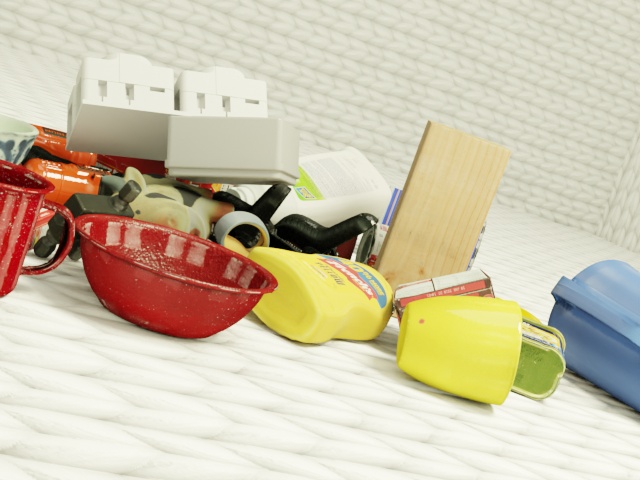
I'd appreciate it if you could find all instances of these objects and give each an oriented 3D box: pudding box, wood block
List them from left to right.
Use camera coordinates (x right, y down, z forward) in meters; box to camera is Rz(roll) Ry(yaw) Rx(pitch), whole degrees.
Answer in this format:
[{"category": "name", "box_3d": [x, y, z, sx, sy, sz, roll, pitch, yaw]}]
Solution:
[{"category": "wood block", "box_3d": [0.124, -0.018, 1.153, 0.090, 0.206, 0.091, 20, 9, 0]}, {"category": "pudding box", "box_3d": [0.115, 0.056, 0.993, 0.090, 0.039, 0.113, -12, 3, 5]}]

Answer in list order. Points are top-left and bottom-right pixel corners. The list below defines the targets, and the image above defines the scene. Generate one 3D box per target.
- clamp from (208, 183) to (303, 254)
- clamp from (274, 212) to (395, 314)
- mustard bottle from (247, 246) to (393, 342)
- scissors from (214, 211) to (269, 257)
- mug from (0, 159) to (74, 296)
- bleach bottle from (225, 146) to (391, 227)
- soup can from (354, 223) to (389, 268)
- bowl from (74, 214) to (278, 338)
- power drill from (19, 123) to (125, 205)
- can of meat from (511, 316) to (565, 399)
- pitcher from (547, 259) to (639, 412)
[{"category": "clamp", "box_3d": [-0.057, 0.001, 1.088, 0.210, 0.036, 0.164, 9, -39, 52]}, {"category": "clamp", "box_3d": [0.007, 0.023, 1.109, 0.172, 0.120, 0.039, 6, 28, 45]}, {"category": "mustard bottle", "box_3d": [0.013, 0.051, 0.968, 0.096, 0.058, 0.191, 41, 17, 28]}, {"category": "scissors", "box_3d": [-0.066, 0.037, 0.973, 0.016, 0.096, 0.201, 54, -5, 31]}, {"category": "mug", "box_3d": [-0.228, -0.009, 0.735, 0.117, 0.081, 0.093, 14, 10, -30]}, {"category": "bleach bottle", "box_3d": [-0.024, -0.058, 1.243, 0.250, 0.068, 0.103, -8, 50, -52]}, {"category": "soup can", "box_3d": [0.100, 0.023, 1.314, 0.102, 0.068, 0.068, 18, 9, -10]}, {"category": "bowl", "box_3d": [-0.116, 0.032, 0.812, 0.162, 0.055, 0.162, 19, 9, -3]}, {"category": "power drill", "box_3d": [-0.248, -0.068, 1.139, 0.184, 0.057, 0.188, 14, 10, -34]}, {"category": "can of meat", "box_3d": [0.182, 0.106, 1.018, 0.102, 0.057, 0.084, 21, 10, 7]}, {"category": "pitcher", "box_3d": [0.344, 0.118, 1.070, 0.149, 0.145, 0.243, -14, 26, -23]}]
